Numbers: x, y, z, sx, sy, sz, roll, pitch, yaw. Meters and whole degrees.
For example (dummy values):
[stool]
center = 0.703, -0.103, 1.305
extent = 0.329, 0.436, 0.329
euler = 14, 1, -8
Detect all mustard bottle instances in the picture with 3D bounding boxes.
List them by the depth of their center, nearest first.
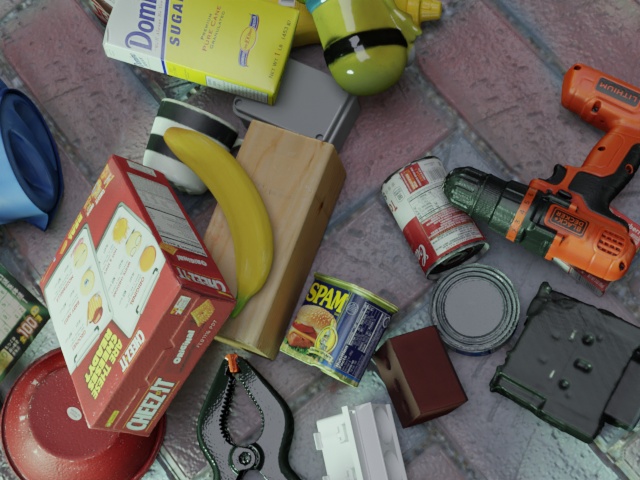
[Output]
[mustard bottle]
center = 0.030, -0.245, 1.112
extent = 0.192, 0.058, 0.096
euler = 6, 77, 12

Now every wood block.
[wood block]
center = -0.056, 0.002, 1.042
extent = 0.090, 0.090, 0.206
euler = 19, 78, 15

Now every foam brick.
[foam brick]
center = 0.092, 0.127, 0.992
extent = 0.051, 0.053, 0.078
euler = -15, 70, -22

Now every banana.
[banana]
center = -0.088, -0.031, 0.988
extent = 0.069, 0.037, 0.198
euler = -22, 72, 3

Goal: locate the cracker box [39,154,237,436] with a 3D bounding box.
[cracker box]
center = -0.175, 0.048, 0.987
extent = 0.164, 0.072, 0.214
euler = -56, 41, 19

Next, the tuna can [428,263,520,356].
[tuna can]
center = 0.147, 0.067, 1.017
extent = 0.086, 0.033, 0.086
euler = -3, 74, 9

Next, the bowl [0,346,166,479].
[bowl]
center = -0.231, 0.170, 1.025
extent = 0.162, 0.055, 0.162
euler = 1, 70, -4

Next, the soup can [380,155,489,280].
[soup can]
center = 0.110, -0.022, 1.031
extent = 0.068, 0.068, 0.102
euler = -27, 71, 2

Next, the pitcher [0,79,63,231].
[pitcher]
center = -0.404, -0.071, 1.102
extent = 0.243, 0.145, 0.149
euler = -15, 64, 9

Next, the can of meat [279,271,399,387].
[can of meat]
center = 0.015, 0.083, 1.005
extent = 0.102, 0.057, 0.084
euler = 16, 77, 60

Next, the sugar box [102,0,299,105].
[sugar box]
center = -0.117, -0.205, 1.053
extent = 0.176, 0.048, 0.093
euler = 16, 78, -2

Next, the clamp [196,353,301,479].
[clamp]
center = -0.076, 0.215, 1.014
extent = 0.164, 0.036, 0.210
euler = -18, 76, 4

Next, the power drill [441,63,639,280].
[power drill]
center = 0.228, -0.072, 0.999
extent = 0.184, 0.057, 0.187
euler = 27, 71, 9
